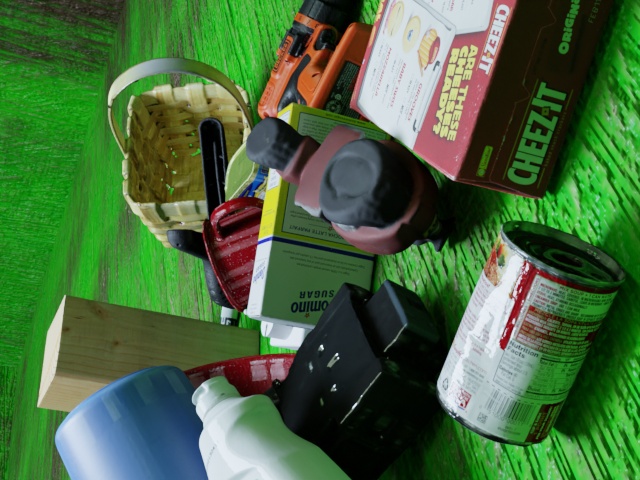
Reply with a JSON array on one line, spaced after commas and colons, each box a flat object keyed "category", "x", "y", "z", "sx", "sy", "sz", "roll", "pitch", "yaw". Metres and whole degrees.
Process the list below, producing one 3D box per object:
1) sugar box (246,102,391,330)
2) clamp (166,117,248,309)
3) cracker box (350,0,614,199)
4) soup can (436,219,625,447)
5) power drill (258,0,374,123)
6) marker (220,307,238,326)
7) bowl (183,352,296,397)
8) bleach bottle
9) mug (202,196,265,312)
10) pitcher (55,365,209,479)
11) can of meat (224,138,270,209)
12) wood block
[{"category": "sugar box", "x": 0.000, "y": -0.015, "z": 0.874, "sx": 0.048, "sy": 0.093, "sz": 0.176, "roll": 168, "pitch": 113, "yaw": -70}, {"category": "clamp", "x": -0.100, "y": -0.009, "z": 1.081, "sx": 0.210, "sy": 0.036, "sz": 0.164, "roll": 70, "pitch": -157, "yaw": -52}, {"category": "cracker box", "x": 0.100, "y": -0.136, "z": 0.700, "sx": 0.214, "sy": 0.072, "sz": 0.164, "roll": -131, "pitch": 55, "yaw": -65}, {"category": "soup can", "x": 0.110, "y": 0.049, "z": 0.567, "sx": 0.068, "sy": 0.068, "sz": 0.102, "roll": -117, "pitch": 43, "yaw": -61}, {"category": "power drill", "x": 0.012, "y": -0.174, "z": 0.984, "sx": 0.184, "sy": 0.057, "sz": 0.188, "roll": -66, "pitch": 21, "yaw": 11}, {"category": "marker", "x": -0.109, "y": 0.132, "z": 1.199, "sx": 0.020, "sy": 0.020, "sz": 0.121, "roll": 155, "pitch": 124, "yaw": -66}, {"category": "bowl", "x": -0.072, "y": 0.145, "z": 0.922, "sx": 0.162, "sy": 0.162, "sz": 0.055, "roll": -169, "pitch": 68, "yaw": -71}, {"category": "bleach bottle", "x": -0.004, "y": 0.177, "z": 0.655, "sx": 0.251, "sy": 0.067, "sz": 0.103, "roll": 50, "pitch": 131, "yaw": 33}, {"category": "mug", "x": -0.056, "y": 0.001, "z": 0.970, "sx": 0.093, "sy": 0.081, "sz": 0.117, "roll": -105, "pitch": -10, "yaw": -45}, {"category": "pitcher", "x": -0.094, "y": 0.221, "z": 0.774, "sx": 0.149, "sy": 0.145, "sz": 0.243, "roll": -36, "pitch": 73, "yaw": 9}, {"category": "can of meat", "x": -0.038, "y": -0.060, "z": 1.018, "sx": 0.102, "sy": 0.083, "sz": 0.057, "roll": 140, "pitch": 139, "yaw": -60}, {"category": "wood block", "x": -0.175, "y": 0.132, "z": 1.099, "sx": 0.091, "sy": 0.205, "sz": 0.090, "roll": 129, "pitch": 147, "yaw": -51}]
